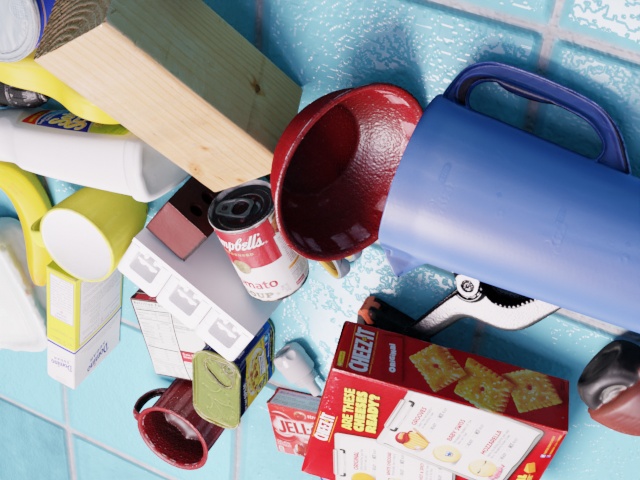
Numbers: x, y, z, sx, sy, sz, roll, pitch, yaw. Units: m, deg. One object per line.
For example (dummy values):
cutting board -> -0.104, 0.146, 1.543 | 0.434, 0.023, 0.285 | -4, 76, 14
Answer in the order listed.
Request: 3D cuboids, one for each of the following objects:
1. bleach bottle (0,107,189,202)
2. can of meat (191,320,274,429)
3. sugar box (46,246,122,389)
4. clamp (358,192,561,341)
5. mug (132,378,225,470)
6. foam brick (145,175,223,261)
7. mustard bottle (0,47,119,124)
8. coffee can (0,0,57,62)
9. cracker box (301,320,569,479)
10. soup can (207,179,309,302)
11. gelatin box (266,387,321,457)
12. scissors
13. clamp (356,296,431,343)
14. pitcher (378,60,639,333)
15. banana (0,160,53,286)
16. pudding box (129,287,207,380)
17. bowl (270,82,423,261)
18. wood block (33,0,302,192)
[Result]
bleach bottle -> -0.250, -0.094, 1.048 | 0.251, 0.102, 0.068 | 9, 117, 26
can of meat -> -0.090, 0.134, 1.133 | 0.057, 0.083, 0.102 | 19, 131, 19
sugar box -> -0.262, 0.074, 1.189 | 0.048, 0.093, 0.176 | 27, 132, 12
clamp -> 0.129, 0.025, 0.945 | 0.210, 0.036, 0.164 | -7, 108, 29
mug -> -0.159, 0.199, 1.226 | 0.117, 0.081, 0.093 | 10, 127, 25
foam brick -> -0.121, -0.029, 1.035 | 0.053, 0.078, 0.051 | 42, 134, -6
mustard bottle -> -0.206, -0.157, 0.978 | 0.192, 0.096, 0.058 | 25, 145, 13
coffee can -> -0.242, -0.228, 0.916 | 0.103, 0.140, 0.103 | 16, 130, 20
cracker box -> 0.104, 0.174, 0.998 | 0.213, 0.072, 0.164 | 16, 133, 1
soup can -> -0.057, 0.001, 1.011 | 0.069, 0.068, 0.102 | 6, 140, 28
gelatin box -> -0.011, 0.206, 1.176 | 0.089, 0.030, 0.073 | 8, 126, 27
scissors -> -0.026, -0.046, 0.988 | 0.201, 0.016, 0.096 | 55, 156, -15
clamp -> 0.094, 0.130, 1.050 | 0.120, 0.039, 0.171 | -15, 113, 20
pitcher -> 0.179, -0.024, 0.830 | 0.243, 0.144, 0.149 | 21, 144, 12
banana -> -0.328, -0.034, 1.167 | 0.037, 0.069, 0.197 | 40, 161, 44
pudding box -> -0.152, 0.102, 1.181 | 0.090, 0.039, 0.113 | 7, 124, 28
bowl -> 0.014, -0.065, 0.893 | 0.055, 0.161, 0.162 | 38, 142, 41
wood block -> -0.119, -0.137, 0.884 | 0.090, 0.090, 0.205 | -15, 141, 38
